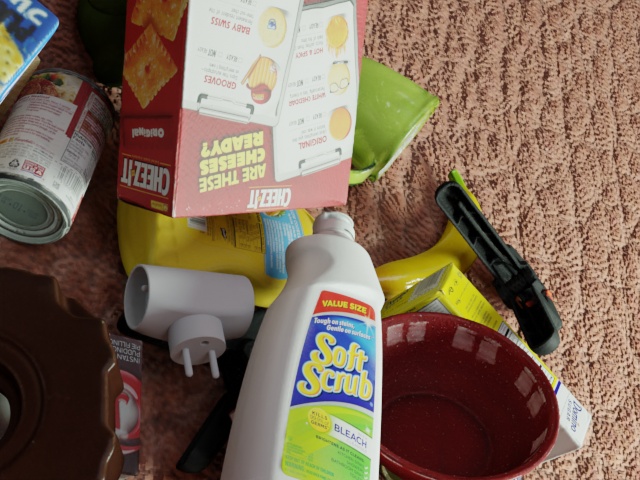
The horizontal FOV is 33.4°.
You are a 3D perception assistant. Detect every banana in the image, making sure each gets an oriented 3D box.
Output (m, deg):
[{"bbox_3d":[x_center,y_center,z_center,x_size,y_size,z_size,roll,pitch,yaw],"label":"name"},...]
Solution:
[{"bbox_3d":[0.103,0.008,0.956,0.069,0.037,0.197,36,42,6],"label":"banana"}]

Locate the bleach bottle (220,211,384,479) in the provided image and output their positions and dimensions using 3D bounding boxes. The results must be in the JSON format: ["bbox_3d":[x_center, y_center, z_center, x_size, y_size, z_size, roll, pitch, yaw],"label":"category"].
[{"bbox_3d":[-0.007,0.081,0.696,0.102,0.068,0.250,28,46,-25],"label":"bleach bottle"}]

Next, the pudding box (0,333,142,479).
[{"bbox_3d":[-0.166,0.098,0.659,0.113,0.039,0.090,16,56,-33],"label":"pudding box"}]

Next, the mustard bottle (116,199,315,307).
[{"bbox_3d":[-0.056,0.001,0.801,0.191,0.058,0.096,12,52,-36],"label":"mustard bottle"}]

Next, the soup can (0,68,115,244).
[{"bbox_3d":[-0.185,-0.056,0.717,0.068,0.069,0.102,32,48,-23],"label":"soup can"}]

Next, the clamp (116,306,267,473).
[{"bbox_3d":[-0.055,0.099,0.756,0.171,0.039,0.120,-1,66,-37],"label":"clamp"}]

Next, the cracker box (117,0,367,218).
[{"bbox_3d":[-0.049,-0.129,0.719,0.163,0.072,0.214,-6,107,-45],"label":"cracker box"}]

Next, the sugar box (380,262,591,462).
[{"bbox_3d":[0.128,0.109,0.870,0.176,0.094,0.048,46,43,-10],"label":"sugar box"}]

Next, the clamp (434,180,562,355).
[{"bbox_3d":[0.175,0.045,0.923,0.209,0.036,0.165,36,23,-58],"label":"clamp"}]

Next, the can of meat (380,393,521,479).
[{"bbox_3d":[0.111,0.163,0.827,0.102,0.057,0.083,24,39,15],"label":"can of meat"}]

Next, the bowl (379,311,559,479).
[{"bbox_3d":[0.087,0.126,0.771,0.162,0.055,0.162,6,40,-6],"label":"bowl"}]
